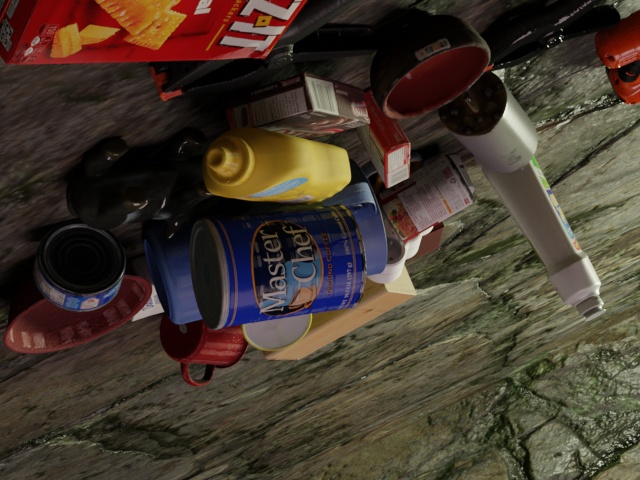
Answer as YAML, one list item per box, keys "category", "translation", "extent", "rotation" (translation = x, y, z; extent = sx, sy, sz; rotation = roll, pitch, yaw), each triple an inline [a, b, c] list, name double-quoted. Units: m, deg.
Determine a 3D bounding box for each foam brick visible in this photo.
- category: "foam brick"
  translation: [0.129, -0.016, 1.430]
  extent: [0.053, 0.051, 0.078]
  rotation: [-22, 160, -8]

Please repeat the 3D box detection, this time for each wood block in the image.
- category: "wood block"
  translation: [0.012, 0.079, 1.449]
  extent: [0.206, 0.090, 0.090]
  rotation: [-31, 159, 25]

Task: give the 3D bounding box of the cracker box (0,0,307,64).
- category: "cracker box"
  translation: [-0.092, -0.187, 0.687]
  extent: [0.213, 0.072, 0.164]
  rotation: [-10, 155, -41]

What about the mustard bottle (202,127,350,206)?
- category: "mustard bottle"
  translation: [-0.048, -0.063, 0.929]
  extent: [0.096, 0.058, 0.191]
  rotation: [-9, 176, 21]

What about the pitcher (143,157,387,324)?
- category: "pitcher"
  translation: [-0.057, 0.001, 1.133]
  extent: [0.242, 0.145, 0.149]
  rotation: [-17, 124, -15]

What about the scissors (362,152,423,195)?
- category: "scissors"
  translation: [0.081, -0.057, 1.318]
  extent: [0.096, 0.016, 0.202]
  rotation: [-25, 161, -5]

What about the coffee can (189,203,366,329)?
- category: "coffee can"
  translation: [-0.042, 0.023, 1.002]
  extent: [0.140, 0.103, 0.103]
  rotation: [-7, 155, -22]

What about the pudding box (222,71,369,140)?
- category: "pudding box"
  translation: [-0.021, -0.115, 0.958]
  extent: [0.090, 0.039, 0.113]
  rotation: [-14, 171, 28]

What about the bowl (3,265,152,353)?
- category: "bowl"
  translation: [-0.261, 0.057, 1.120]
  extent: [0.162, 0.055, 0.162]
  rotation: [-23, 160, -9]

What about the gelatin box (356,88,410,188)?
- category: "gelatin box"
  translation: [0.063, -0.105, 1.087]
  extent: [0.030, 0.073, 0.089]
  rotation: [-25, 160, -5]

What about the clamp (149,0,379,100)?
- category: "clamp"
  translation: [-0.033, -0.165, 0.858]
  extent: [0.209, 0.036, 0.165]
  rotation: [-19, 168, -13]

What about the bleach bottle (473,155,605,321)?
- category: "bleach bottle"
  translation: [0.277, -0.015, 1.315]
  extent: [0.068, 0.251, 0.102]
  rotation: [-31, 160, 14]

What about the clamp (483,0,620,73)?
- category: "clamp"
  translation: [0.230, -0.218, 1.060]
  extent: [0.171, 0.039, 0.120]
  rotation: [-25, 159, -3]

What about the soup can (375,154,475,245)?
- category: "soup can"
  translation: [0.123, -0.049, 1.264]
  extent: [0.102, 0.068, 0.068]
  rotation: [-30, 160, 5]

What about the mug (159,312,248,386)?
- category: "mug"
  translation: [-0.152, 0.128, 1.362]
  extent: [0.093, 0.117, 0.081]
  rotation: [10, 179, 38]

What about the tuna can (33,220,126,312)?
- category: "tuna can"
  translation: [-0.231, 0.024, 1.029]
  extent: [0.086, 0.086, 0.034]
  rotation: [-15, 156, -29]
